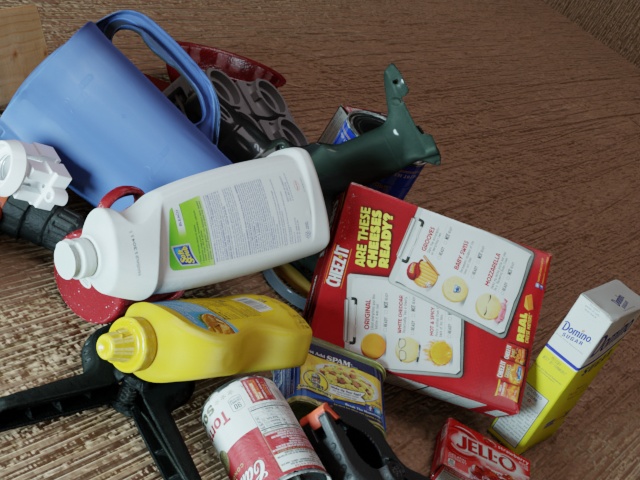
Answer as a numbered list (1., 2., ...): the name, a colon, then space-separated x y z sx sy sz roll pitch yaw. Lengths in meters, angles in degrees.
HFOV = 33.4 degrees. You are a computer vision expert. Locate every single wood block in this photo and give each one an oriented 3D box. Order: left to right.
1. wood block: -0.350 -0.163 0.999 0.091 0.090 0.205 -3 16 21

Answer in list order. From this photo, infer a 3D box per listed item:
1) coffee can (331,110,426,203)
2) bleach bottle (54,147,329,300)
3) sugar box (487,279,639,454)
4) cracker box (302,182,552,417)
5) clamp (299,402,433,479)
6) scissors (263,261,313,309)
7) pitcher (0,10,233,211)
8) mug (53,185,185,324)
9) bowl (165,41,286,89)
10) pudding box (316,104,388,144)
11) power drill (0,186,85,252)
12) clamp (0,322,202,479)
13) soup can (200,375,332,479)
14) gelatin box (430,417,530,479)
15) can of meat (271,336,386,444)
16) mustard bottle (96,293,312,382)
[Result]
1. coffee can: 0.043 -0.060 1.195 0.102 0.140 0.103 23 28 -13
2. bleach bottle: -0.105 -0.013 0.877 0.250 0.068 0.102 -13 86 -44
3. sugar box: 0.241 0.124 1.039 0.048 0.176 0.093 43 30 24
4. cracker box: 0.098 0.060 1.017 0.213 0.072 0.164 19 72 -9
5. clamp: 0.054 0.192 0.859 0.171 0.039 0.120 52 19 -4
6. scissors: -0.057 0.001 1.131 0.096 0.016 0.202 -2 42 -49
7. pitcher: -0.162 -0.083 0.989 0.242 0.149 0.145 42 33 -14
8. mug: -0.169 0.011 0.904 0.093 0.117 0.081 20 26 29
9. bowl: -0.127 -0.197 1.333 0.162 0.055 0.162 17 18 -6
10. pudding box: 0.038 -0.108 1.302 0.089 0.114 0.039 6 39 -38
11. power drill: -0.299 -0.012 0.875 0.184 0.057 0.187 25 24 0
12. clamp: -0.140 0.121 0.824 0.164 0.036 0.209 29 25 0
13. soup can: -0.043 0.161 0.819 0.068 0.069 0.102 6 35 -38
14. gelatin box: 0.145 0.208 0.964 0.089 0.030 0.073 30 27 -1
15. can of meat: 0.007 0.138 0.920 0.102 0.057 0.084 22 31 -14
16. mustard bottle: -0.098 0.076 0.836 0.096 0.058 0.191 21 12 34
